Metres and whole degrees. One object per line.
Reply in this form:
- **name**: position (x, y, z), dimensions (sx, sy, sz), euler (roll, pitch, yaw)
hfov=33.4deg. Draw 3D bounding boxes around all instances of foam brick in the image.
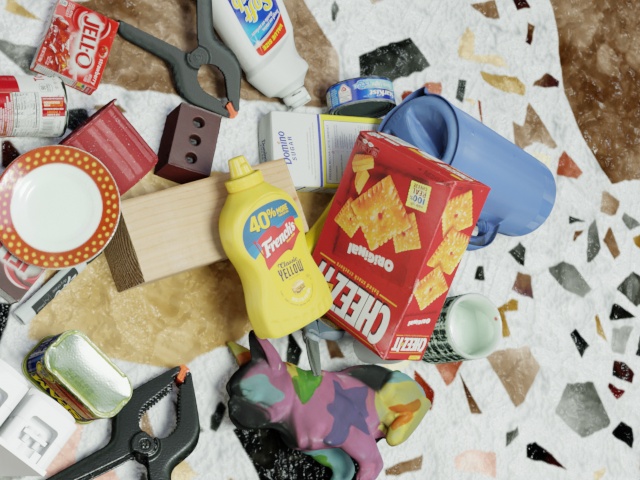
- **foam brick**: position (-0.152, -0.108, 1.217), dimensions (0.053, 0.051, 0.078), euler (17, 72, -24)

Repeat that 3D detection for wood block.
- **wood block**: position (-0.131, -0.018, 1.186), dimensions (0.205, 0.091, 0.090), euler (-18, 88, -30)

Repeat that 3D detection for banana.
- **banana**: position (0.005, -0.022, 1.267), dimensions (0.069, 0.037, 0.198), euler (32, 92, -46)

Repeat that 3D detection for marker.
- **marker**: position (-0.277, 0.043, 1.136), dimensions (0.020, 0.020, 0.121), euler (49, 62, -11)

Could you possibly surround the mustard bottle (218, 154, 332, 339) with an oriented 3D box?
- **mustard bottle**: position (-0.057, 0.001, 1.135), dimensions (0.096, 0.058, 0.191), euler (-27, 102, -36)

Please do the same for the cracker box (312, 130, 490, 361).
- **cracker box**: position (0.076, 0.003, 1.195), dimensions (0.071, 0.164, 0.214), euler (7, 110, -43)

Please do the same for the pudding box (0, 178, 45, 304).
- **pudding box**: position (-0.331, -0.002, 1.105), dimensions (0.113, 0.039, 0.090), euler (41, 63, -15)

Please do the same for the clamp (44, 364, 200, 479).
- **clamp**: position (-0.196, 0.220, 1.118), dimensions (0.164, 0.036, 0.210), euler (19, 58, -3)

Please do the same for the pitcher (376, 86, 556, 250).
- **pitcher**: position (0.186, -0.073, 1.319), dimensions (0.242, 0.145, 0.149), euler (19, 106, -43)

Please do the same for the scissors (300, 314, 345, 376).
- **scissors**: position (0.004, 0.111, 1.188), dimensions (0.096, 0.202, 0.016), euler (23, 106, -27)

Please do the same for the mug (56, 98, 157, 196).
- **mug**: position (-0.239, -0.086, 1.152), dimensions (0.117, 0.093, 0.081), euler (-39, 105, 2)

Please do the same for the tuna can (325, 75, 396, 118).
- **tuna can**: position (0.050, -0.174, 1.321), dimensions (0.086, 0.086, 0.034), euler (-3, 79, -29)

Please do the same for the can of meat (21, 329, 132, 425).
- **can of meat**: position (-0.248, 0.140, 1.093), dimensions (0.102, 0.084, 0.057), euler (47, 62, -12)

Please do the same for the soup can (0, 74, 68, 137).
- **soup can**: position (-0.324, -0.140, 1.122), dimensions (0.102, 0.069, 0.068), euler (-5, 81, -29)

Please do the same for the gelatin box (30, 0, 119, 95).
- **gelatin box**: position (-0.272, -0.217, 1.188), dimensions (0.073, 0.030, 0.089), euler (23, 70, -23)

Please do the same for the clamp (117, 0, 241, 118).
- **clamp**: position (-0.139, -0.223, 1.240), dimensions (0.120, 0.039, 0.171), euler (-40, 104, 6)

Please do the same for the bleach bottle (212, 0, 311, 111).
- **bleach bottle**: position (-0.081, -0.274, 1.286), dimensions (0.102, 0.068, 0.251), euler (-35, 99, -28)

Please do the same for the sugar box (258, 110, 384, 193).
- **sugar box**: position (0.012, -0.105, 1.309), dimensions (0.176, 0.048, 0.093), euler (1, 82, -25)
